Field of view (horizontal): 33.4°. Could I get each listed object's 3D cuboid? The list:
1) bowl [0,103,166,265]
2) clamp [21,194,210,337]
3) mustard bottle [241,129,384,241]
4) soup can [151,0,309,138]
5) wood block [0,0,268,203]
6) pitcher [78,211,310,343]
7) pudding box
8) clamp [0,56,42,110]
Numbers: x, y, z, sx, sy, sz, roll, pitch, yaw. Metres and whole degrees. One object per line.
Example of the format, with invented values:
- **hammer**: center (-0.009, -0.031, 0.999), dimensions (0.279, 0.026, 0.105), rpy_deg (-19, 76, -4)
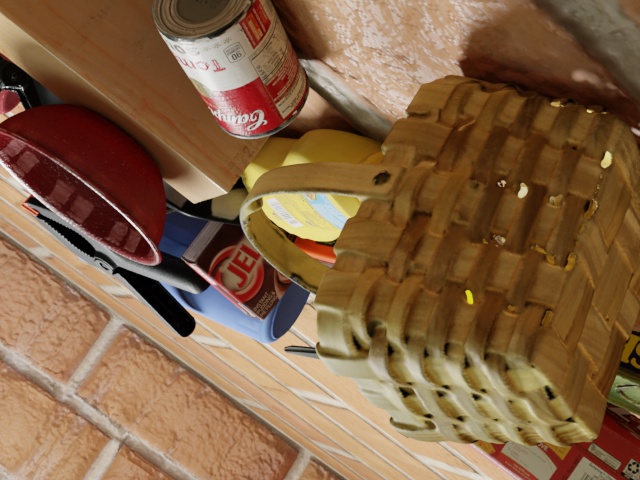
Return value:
- **bowl**: center (-0.170, -0.051, 0.790), dimensions (0.162, 0.055, 0.162), rpy_deg (31, 162, 11)
- **clamp**: center (-0.197, 0.019, 1.047), dimensions (0.210, 0.036, 0.165), rpy_deg (31, 154, 8)
- **mustard bottle**: center (0.013, -0.040, 0.790), dimensions (0.096, 0.058, 0.192), rpy_deg (45, 163, -19)
- **soup can**: center (-0.054, -0.120, 0.666), dimensions (0.069, 0.068, 0.102), rpy_deg (25, 162, 30)
- **wood block**: center (-0.134, -0.127, 0.771), dimensions (0.206, 0.090, 0.091), rpy_deg (39, 165, -15)
- **pitcher**: center (-0.134, 0.011, 1.128), dimensions (0.243, 0.149, 0.145), rpy_deg (26, 136, 17)
- **pudding box**: center (-0.056, 0.001, 0.960), dimensions (0.090, 0.113, 0.039), rpy_deg (43, 166, -30)
- **clamp**: center (-0.276, -0.134, 0.915), dimensions (0.120, 0.171, 0.039), rpy_deg (-10, -176, -35)
